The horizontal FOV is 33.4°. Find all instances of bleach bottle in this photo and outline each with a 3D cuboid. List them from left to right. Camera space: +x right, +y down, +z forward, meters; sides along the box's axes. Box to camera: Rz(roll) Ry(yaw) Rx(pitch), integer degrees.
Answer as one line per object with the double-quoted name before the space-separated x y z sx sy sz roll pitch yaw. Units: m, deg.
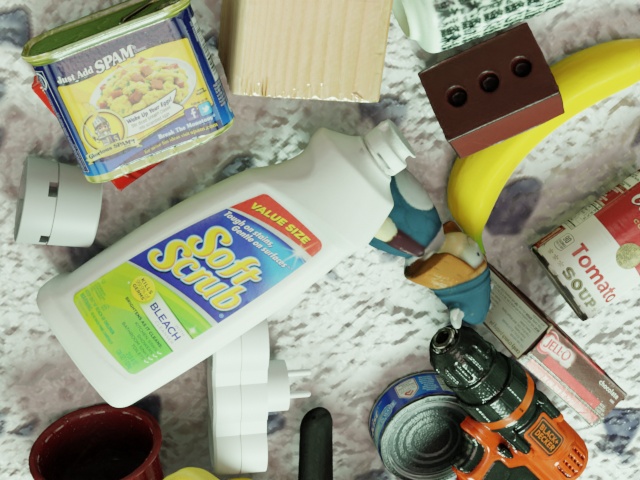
"bleach bottle" -0.054 0.001 0.679 0.251 0.068 0.102 -35 91 14

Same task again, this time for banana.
"banana" 0.150 -0.077 0.736 0.198 0.037 0.069 -47 131 12

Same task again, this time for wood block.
"wood block" -0.003 -0.193 0.615 0.090 0.090 0.206 2 115 -12

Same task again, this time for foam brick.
"foam brick" 0.112 -0.095 0.689 0.078 0.051 0.053 -24 75 11

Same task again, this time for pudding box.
"pudding box" 0.156 0.073 0.762 0.039 0.113 0.090 -47 116 4

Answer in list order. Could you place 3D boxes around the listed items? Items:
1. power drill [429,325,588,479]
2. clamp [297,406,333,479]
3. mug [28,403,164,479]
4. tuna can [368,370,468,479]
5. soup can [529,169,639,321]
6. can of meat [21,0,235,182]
"power drill" 0.095 0.172 0.774 0.187 0.057 0.184 -49 121 -4
"clamp" -0.002 0.241 0.790 0.164 0.036 0.209 53 54 -25
"mug" -0.162 0.181 0.754 0.117 0.093 0.081 -26 127 -30
"tuna can" 0.082 0.146 0.826 0.086 0.034 0.086 -5 116 -10
"soup can" 0.211 0.003 0.767 0.102 0.068 0.068 -36 117 7
"can of meat" -0.109 -0.091 0.624 0.102 0.057 0.084 -21 116 -1
